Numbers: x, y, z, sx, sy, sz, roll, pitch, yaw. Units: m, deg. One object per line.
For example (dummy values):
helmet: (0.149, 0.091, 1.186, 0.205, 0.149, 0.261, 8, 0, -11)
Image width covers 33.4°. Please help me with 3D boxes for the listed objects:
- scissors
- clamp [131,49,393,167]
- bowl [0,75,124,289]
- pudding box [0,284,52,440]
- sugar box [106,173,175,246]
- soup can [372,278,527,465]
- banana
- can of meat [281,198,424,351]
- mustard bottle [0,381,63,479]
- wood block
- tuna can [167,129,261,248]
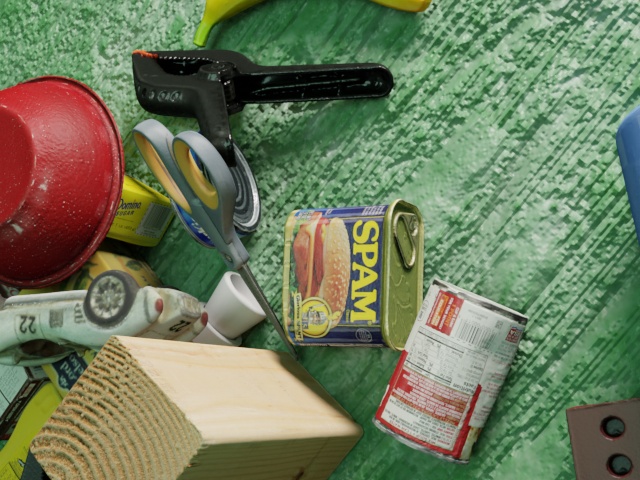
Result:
scissors: (-0.055, 0.001, 0.710, 0.016, 0.096, 0.201, -41, 102, -25)
clamp: (-0.062, -0.113, 0.785, 0.210, 0.164, 0.036, 27, 131, 46)
bowl: (-0.221, -0.047, 0.767, 0.162, 0.055, 0.162, -4, 81, 27)
pudding box: (-0.263, 0.093, 0.871, 0.090, 0.039, 0.113, -50, 61, 30)
sugar box: (-0.206, -0.056, 0.845, 0.176, 0.093, 0.048, 32, 96, 27)
soup can: (0.084, 0.084, 0.688, 0.069, 0.068, 0.102, 24, 92, 28)
banana: (-0.010, -0.192, 0.802, 0.198, 0.037, 0.069, -4, 97, 28)
can of meat: (0.022, 0.025, 0.736, 0.084, 0.057, 0.102, -2, 81, 29)
mustard bottle: (-0.233, 0.207, 0.835, 0.096, 0.058, 0.192, 46, 103, 18)
wood block: (-0.069, 0.127, 0.681, 0.090, 0.205, 0.091, 43, 102, 26)
tuna can: (-0.078, -0.039, 0.781, 0.034, 0.086, 0.086, -21, 73, 21)
